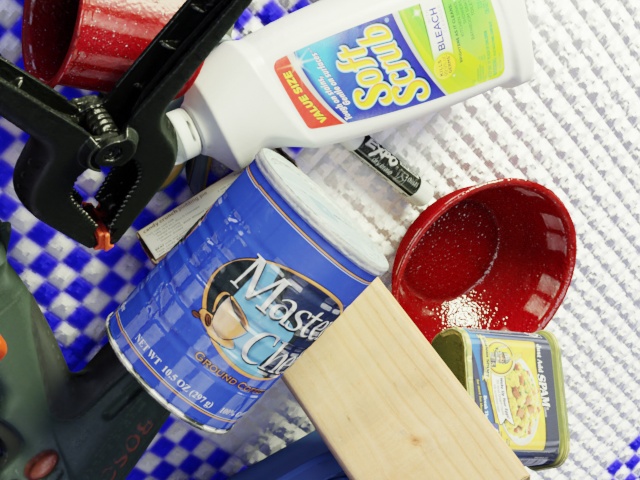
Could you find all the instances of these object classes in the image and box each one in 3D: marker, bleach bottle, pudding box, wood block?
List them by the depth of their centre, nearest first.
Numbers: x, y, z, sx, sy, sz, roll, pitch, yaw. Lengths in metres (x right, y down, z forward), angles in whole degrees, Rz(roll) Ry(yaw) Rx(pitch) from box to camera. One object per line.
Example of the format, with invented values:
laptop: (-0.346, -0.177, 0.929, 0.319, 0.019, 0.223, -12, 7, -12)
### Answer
bleach bottle: (0.014, -0.103, 0.681, 0.250, 0.068, 0.102, -26, 119, -18)
wood block: (0.038, 0.106, 0.700, 0.090, 0.206, 0.091, -34, 153, -7)
pudding box: (-0.055, 0.001, 0.712, 0.113, 0.039, 0.090, -35, 142, -8)
marker: (0.037, -0.061, 0.753, 0.121, 0.020, 0.020, 35, 95, -35)

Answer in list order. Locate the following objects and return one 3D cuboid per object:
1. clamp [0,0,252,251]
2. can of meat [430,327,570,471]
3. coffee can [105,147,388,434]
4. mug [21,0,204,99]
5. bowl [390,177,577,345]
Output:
clamp: (-0.109, -0.065, 0.571, 0.164, 0.036, 0.210, -22, 154, -18)
can of meat: (0.127, 0.114, 0.773, 0.083, 0.058, 0.102, 7, 71, -27)
coffee can: (-0.044, 0.030, 0.637, 0.140, 0.103, 0.102, -46, 126, 9)
mug: (-0.114, -0.135, 0.605, 0.081, 0.093, 0.117, 5, 75, -34)
bowl: (0.113, 0.019, 0.810, 0.161, 0.055, 0.162, -12, 119, -22)
